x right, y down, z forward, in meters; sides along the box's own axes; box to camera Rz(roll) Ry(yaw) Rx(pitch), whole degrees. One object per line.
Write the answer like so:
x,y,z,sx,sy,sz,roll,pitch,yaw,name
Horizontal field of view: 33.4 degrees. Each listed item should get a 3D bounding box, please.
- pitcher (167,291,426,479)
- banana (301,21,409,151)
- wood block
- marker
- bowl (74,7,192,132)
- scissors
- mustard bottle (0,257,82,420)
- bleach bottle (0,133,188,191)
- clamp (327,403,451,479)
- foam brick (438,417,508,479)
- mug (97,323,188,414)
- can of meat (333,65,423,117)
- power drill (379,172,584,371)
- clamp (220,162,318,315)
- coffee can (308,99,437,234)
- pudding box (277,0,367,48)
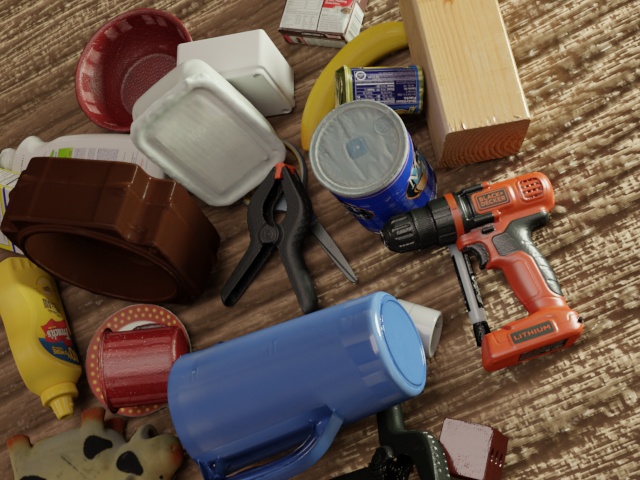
-0.022,0.148,1.061,0.243,0.144,0.149,-23,87,23,pitcher
0.038,-0.188,1.221,0.198,0.037,0.070,-42,65,3,banana
0.151,-0.194,1.142,0.091,0.090,0.206,-10,70,-3,wood block
0.157,0.056,1.113,0.020,0.020,0.121,-19,69,13,marker
-0.217,-0.199,1.305,0.162,0.055,0.162,-6,72,18,bowl
-0.034,-0.023,1.208,0.096,0.016,0.202,-26,67,12,scissors
-0.319,0.116,1.222,0.058,0.096,0.192,-28,67,9,mustard bottle
-0.279,-0.090,1.286,0.251,0.068,0.102,10,93,24,bleach bottle
0.060,0.226,1.035,0.164,0.036,0.210,-57,27,2,clamp
0.147,0.207,1.039,0.051,0.078,0.053,9,77,23,foam brick
-0.187,0.130,1.158,0.081,0.093,0.117,-7,30,3,mug
0.062,-0.160,1.158,0.084,0.102,0.057,-3,94,-6,can of meat
0.170,0.033,1.080,0.184,0.057,0.188,-18,71,0,power drill
-0.058,0.001,1.187,0.120,0.039,0.171,-4,78,21,clamp
0.058,-0.073,1.121,0.103,0.140,0.103,-6,72,18,coffee can
0.008,-0.287,1.262,0.090,0.039,0.113,10,75,23,pudding box
